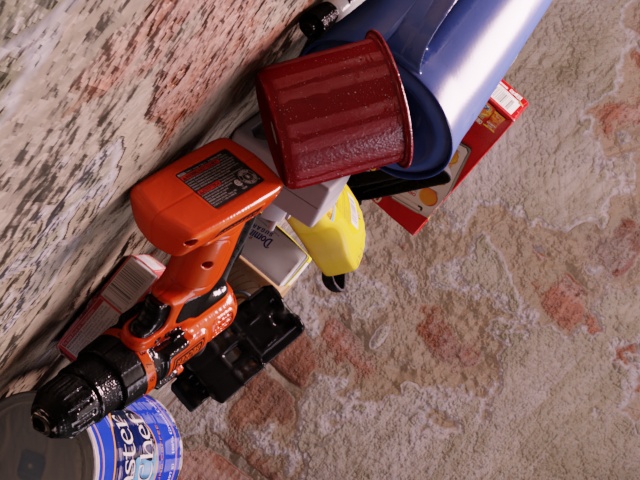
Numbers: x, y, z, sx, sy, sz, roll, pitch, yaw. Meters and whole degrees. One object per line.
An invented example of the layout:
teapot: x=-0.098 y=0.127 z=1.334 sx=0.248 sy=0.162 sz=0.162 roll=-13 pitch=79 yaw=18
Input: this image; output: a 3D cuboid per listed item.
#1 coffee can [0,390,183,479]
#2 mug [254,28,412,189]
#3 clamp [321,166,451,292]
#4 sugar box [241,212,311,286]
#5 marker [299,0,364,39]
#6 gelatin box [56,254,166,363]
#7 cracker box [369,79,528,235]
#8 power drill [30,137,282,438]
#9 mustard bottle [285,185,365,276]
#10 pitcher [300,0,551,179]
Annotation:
coffee can: x=-0.178 y=0.163 z=0.794 sx=0.103 sy=0.103 sz=0.140 roll=-50 pitch=162 yaw=6
mug: x=0.005 y=-0.080 z=0.701 sx=0.081 sy=0.093 sz=0.117 roll=-16 pitch=176 yaw=-7
clamp: x=0.032 y=-0.050 z=1.087 sx=0.164 sy=0.036 sz=0.210 roll=-41 pitch=-144 yaw=0
sugar box: x=-0.056 y=0.001 z=1.039 sx=0.048 sy=0.093 sz=0.176 roll=-50 pitch=178 yaw=-3
marker: x=0.021 y=-0.165 z=0.714 sx=0.121 sy=0.020 sz=0.020 roll=-47 pitch=177 yaw=-44
gelatin box: x=-0.153 y=0.051 z=0.797 sx=0.089 sy=0.030 sz=0.073 roll=-51 pitch=179 yaw=0
cracker box: x=0.119 y=-0.137 z=1.278 sx=0.214 sy=0.164 sz=0.072 roll=-52 pitch=175 yaw=39
power drill: x=-0.106 y=0.033 z=0.698 sx=0.184 sy=0.057 sz=0.188 roll=-39 pitch=163 yaw=-46
mustard bottle: x=-0.012 y=-0.047 z=0.934 sx=0.058 sy=0.096 sz=0.191 roll=-12 pitch=152 yaw=12
pitcher: x=0.103 y=-0.177 z=0.814 sx=0.149 sy=0.145 sz=0.242 roll=9 pitch=-128 yaw=45
